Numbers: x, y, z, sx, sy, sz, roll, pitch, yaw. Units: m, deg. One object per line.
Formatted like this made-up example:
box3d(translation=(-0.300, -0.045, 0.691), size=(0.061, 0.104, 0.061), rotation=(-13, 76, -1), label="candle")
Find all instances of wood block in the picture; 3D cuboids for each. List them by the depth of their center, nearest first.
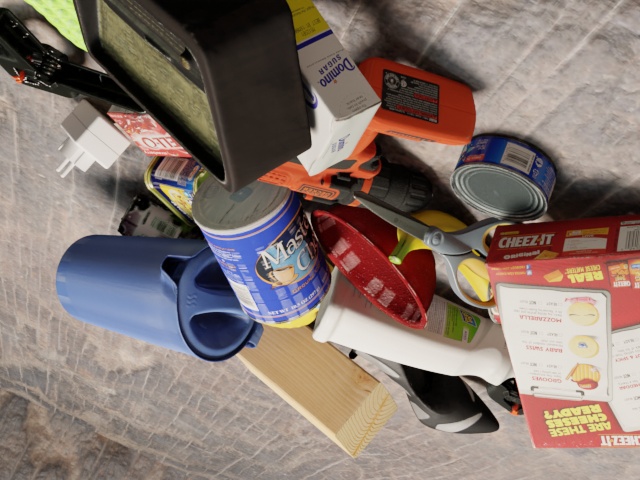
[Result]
box3d(translation=(-0.010, 0.180, 1.408), size=(0.206, 0.090, 0.090), rotation=(34, 167, 34), label="wood block")

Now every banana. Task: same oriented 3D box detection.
box3d(translation=(0.129, 0.015, 1.036), size=(0.037, 0.069, 0.197), rotation=(9, 169, 45), label="banana")

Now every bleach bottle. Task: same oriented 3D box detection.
box3d(translation=(0.122, 0.106, 1.186), size=(0.250, 0.102, 0.068), rotation=(22, 133, -5), label="bleach bottle")

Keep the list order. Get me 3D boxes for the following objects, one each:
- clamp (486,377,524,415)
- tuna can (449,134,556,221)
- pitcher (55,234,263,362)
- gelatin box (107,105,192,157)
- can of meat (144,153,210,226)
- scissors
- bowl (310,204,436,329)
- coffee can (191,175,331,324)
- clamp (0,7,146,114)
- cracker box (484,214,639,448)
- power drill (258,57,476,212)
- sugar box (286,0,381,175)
box3d(translation=(0.252, 0.181, 1.311), size=(0.120, 0.039, 0.171), rotation=(18, 162, 26), label="clamp")
box3d(translation=(0.157, -0.053, 0.911), size=(0.086, 0.033, 0.086), rotation=(20, 157, 9), label="tuna can")
box3d(translation=(-0.187, 0.062, 1.233), size=(0.243, 0.144, 0.149), rotation=(7, 110, 41), label="pitcher")
box3d(translation=(-0.161, -0.116, 1.085), size=(0.089, 0.030, 0.073), rotation=(7, 151, 36), label="gelatin box")
box3d(translation=(-0.123, -0.052, 1.135), size=(0.084, 0.057, 0.102), rotation=(15, 156, 44), label="can of meat")
box3d(translation=(0.119, -0.013, 0.969), size=(0.201, 0.096, 0.016), rotation=(45, 173, -32), label="scissors")
box3d(translation=(0.064, 0.013, 1.075), size=(0.162, 0.055, 0.162), rotation=(42, 165, 14), label="bowl")
box3d(translation=(-0.057, 0.001, 1.077), size=(0.103, 0.102, 0.140), rotation=(9, 141, 31), label="coffee can")
box3d(translation=(-0.250, -0.161, 1.017), size=(0.164, 0.036, 0.210), rotation=(28, 172, -23), label="clamp")
box3d(translation=(0.250, 0.082, 0.938), size=(0.164, 0.072, 0.213), rotation=(-5, 122, 24), label="cracker box")
box3d(translation=(0.050, -0.078, 0.901), size=(0.184, 0.057, 0.188), rotation=(11, 157, -24), label="power drill")
box3d(translation=(-0.031, -0.142, 0.779), size=(0.176, 0.048, 0.093), rotation=(58, 159, 12), label="sugar box")
